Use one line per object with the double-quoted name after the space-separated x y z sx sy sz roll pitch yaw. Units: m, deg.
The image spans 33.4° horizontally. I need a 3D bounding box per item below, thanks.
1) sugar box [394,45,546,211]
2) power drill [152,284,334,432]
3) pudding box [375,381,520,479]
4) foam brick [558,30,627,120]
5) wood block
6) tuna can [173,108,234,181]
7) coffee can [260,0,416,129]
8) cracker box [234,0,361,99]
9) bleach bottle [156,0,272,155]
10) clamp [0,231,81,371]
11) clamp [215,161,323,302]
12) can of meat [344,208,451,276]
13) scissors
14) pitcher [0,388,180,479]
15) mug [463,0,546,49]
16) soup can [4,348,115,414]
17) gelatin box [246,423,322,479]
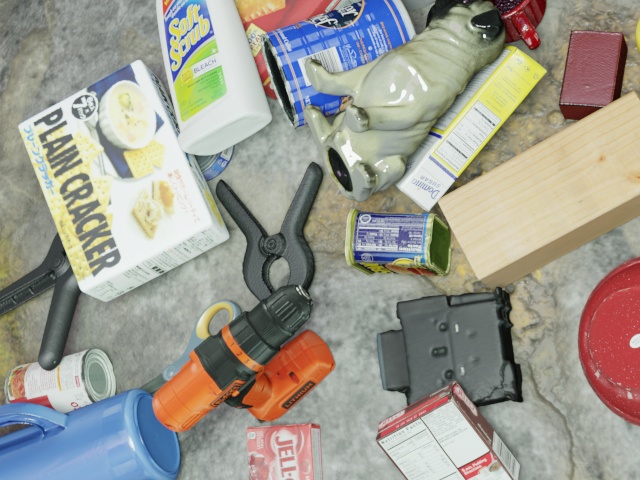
0.143 -0.111 1.058 0.048 0.093 0.176 37 96 -7 "sugar box"
-0.055 0.117 1.039 0.184 0.187 0.057 -40 67 11 "power drill"
0.120 0.200 1.002 0.090 0.039 0.113 -32 102 23 "pudding box"
0.267 -0.160 1.043 0.051 0.053 0.078 8 82 22 "foam brick"
0.229 -0.043 1.013 0.206 0.090 0.090 -30 71 14 "wood block"
-0.140 -0.109 1.200 0.086 0.033 0.086 -4 78 20 "tuna can"
0.021 -0.185 1.092 0.140 0.103 0.103 -20 72 -6 "coffee can"
-0.077 -0.288 1.189 0.164 0.072 0.214 -48 67 8 "cracker box"
-0.133 -0.224 1.133 0.103 0.068 0.251 -26 74 28 "bleach bottle"
-0.284 0.041 1.203 0.210 0.036 0.165 -50 46 -5 "clamp"
-0.057 0.001 1.143 0.120 0.039 0.171 -2 79 22 "clamp"
0.079 0.003 1.057 0.084 0.102 0.057 2 81 19 "can of meat"
-0.155 0.126 1.168 0.202 0.016 0.096 -16 62 26 "scissors"
-0.282 0.240 1.129 0.243 0.149 0.145 -24 72 12 "pitcher"
0.188 -0.241 1.073 0.093 0.081 0.117 -35 69 11 "mug"
-0.288 0.162 1.185 0.102 0.068 0.068 -15 75 17 "soup can"
-0.037 0.234 1.094 0.073 0.030 0.089 -7 77 19 "gelatin box"
